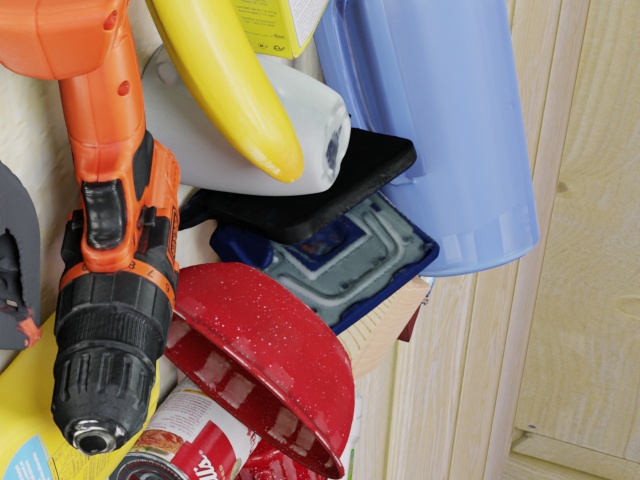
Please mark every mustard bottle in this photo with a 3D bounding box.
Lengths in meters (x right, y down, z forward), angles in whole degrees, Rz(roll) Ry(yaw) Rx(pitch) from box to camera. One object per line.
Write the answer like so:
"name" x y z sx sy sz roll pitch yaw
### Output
"mustard bottle" -0.143 0.110 0.486 0.191 0.058 0.096 -55 157 -51

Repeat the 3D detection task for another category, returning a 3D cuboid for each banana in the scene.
"banana" -0.055 -0.119 0.505 0.069 0.037 0.198 -18 92 -50

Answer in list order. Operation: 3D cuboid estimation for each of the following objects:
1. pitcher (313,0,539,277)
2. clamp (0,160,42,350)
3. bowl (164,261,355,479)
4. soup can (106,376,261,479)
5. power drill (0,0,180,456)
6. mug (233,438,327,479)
"pitcher" 0.080 -0.098 0.786 0.145 0.149 0.243 -109 -175 -81
"clamp" -0.148 -0.007 0.408 0.120 0.039 0.171 -58 152 -44
"bowl" -0.035 0.063 0.601 0.055 0.162 0.162 -49 154 -18
"soup can" -0.084 0.134 0.677 0.102 0.068 0.068 -50 149 -57
"power drill" -0.095 -0.031 0.446 0.184 0.057 0.188 -95 -176 -47
"mug" -0.043 0.160 0.773 0.117 0.093 0.081 -103 -178 -47
